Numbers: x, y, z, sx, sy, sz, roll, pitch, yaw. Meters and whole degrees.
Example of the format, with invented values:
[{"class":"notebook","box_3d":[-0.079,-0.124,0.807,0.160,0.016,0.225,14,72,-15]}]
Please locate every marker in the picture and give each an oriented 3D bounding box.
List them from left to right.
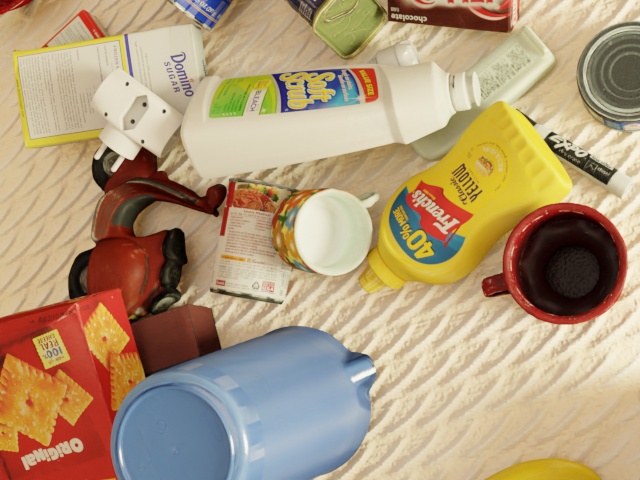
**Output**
[{"class":"marker","box_3d":[0.202,-0.073,0.880,0.121,0.020,0.020,36,96,20]}]

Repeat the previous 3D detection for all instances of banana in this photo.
[{"class":"banana","box_3d":[0.143,0.225,0.853,0.198,0.037,0.070,-31,74,14]}]

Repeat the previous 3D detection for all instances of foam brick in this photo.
[{"class":"foam brick","box_3d":[-0.136,0.094,0.965,0.078,0.053,0.051,-19,77,16]}]

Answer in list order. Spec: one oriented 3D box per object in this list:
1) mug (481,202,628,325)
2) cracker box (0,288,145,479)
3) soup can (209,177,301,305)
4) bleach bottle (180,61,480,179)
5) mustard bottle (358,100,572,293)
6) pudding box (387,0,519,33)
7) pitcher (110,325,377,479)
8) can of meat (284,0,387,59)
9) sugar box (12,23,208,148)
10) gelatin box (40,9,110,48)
[{"class":"mug","box_3d":[0.185,0.026,0.840,0.117,0.081,0.093,-19,77,17]},{"class":"cracker box","box_3d":[-0.227,0.164,0.940,0.164,0.072,0.214,-14,93,29]},{"class":"soup can","box_3d":[-0.056,0.001,0.940,0.069,0.068,0.102,9,87,21]},{"class":"bleach bottle","box_3d":[0.011,-0.113,0.910,0.251,0.068,0.102,-7,38,20]},{"class":"mustard bottle","box_3d":[0.106,-0.020,0.880,0.192,0.058,0.096,-41,59,20]},{"class":"pudding box","box_3d":[0.112,-0.227,0.900,0.114,0.039,0.090,11,128,23]},{"class":"pitcher","box_3d":[-0.066,0.146,0.831,0.145,0.242,0.149,20,97,19]},{"class":"can of meat","box_3d":[0.001,-0.215,0.930,0.057,0.102,0.084,-47,69,9]},{"class":"sugar box","box_3d":[-0.193,-0.143,0.998,0.176,0.048,0.093,-7,95,5]},{"class":"gelatin box","box_3d":[-0.240,-0.169,1.049,0.089,0.030,0.073,-39,73,11]}]
